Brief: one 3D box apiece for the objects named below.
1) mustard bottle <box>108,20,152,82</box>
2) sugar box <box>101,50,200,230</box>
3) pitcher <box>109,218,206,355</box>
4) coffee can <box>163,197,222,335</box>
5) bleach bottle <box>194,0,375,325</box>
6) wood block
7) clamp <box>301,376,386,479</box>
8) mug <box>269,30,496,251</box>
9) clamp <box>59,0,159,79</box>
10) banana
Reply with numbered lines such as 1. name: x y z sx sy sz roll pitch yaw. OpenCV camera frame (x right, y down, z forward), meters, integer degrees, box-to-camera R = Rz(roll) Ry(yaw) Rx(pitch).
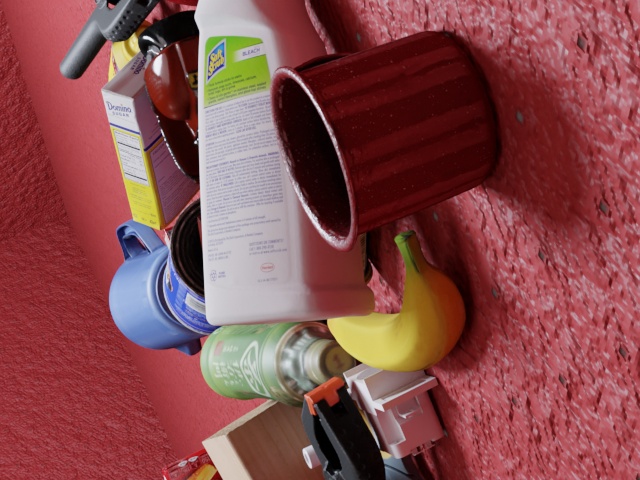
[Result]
1. mustard bottle: -0.193 -0.183 1.141 0.192 0.058 0.096 136 116 -73
2. sugar box: -0.163 -0.104 1.073 0.048 0.093 0.176 17 139 23
3. pitcher: -0.177 0.054 1.269 0.243 0.149 0.145 161 125 -71
4. coffee can: -0.091 0.025 0.986 0.103 0.102 0.140 66 164 11
5. bleach bottle: -0.027 -0.077 0.639 0.103 0.067 0.251 -8 83 36
6. wood block: -0.008 0.243 0.950 0.206 0.090 0.091 59 155 3
7. clamp: 0.019 0.169 0.780 0.120 0.039 0.171 14 128 54
8. mug: 0.026 -0.058 0.525 0.117 0.081 0.093 52 158 45
9. clamp: -0.208 -0.233 1.062 0.210 0.036 0.164 26 100 60
10. banana: 0.049 0.050 0.664 0.069 0.037 0.198 64 160 11
